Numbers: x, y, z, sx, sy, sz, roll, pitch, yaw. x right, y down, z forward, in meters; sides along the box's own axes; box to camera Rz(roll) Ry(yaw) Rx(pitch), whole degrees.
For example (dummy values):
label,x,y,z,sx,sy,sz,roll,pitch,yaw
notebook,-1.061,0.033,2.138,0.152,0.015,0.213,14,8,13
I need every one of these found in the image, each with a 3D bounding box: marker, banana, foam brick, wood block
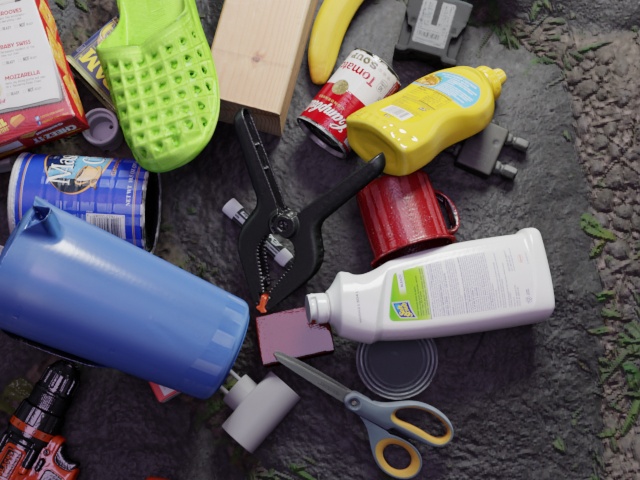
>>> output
label,x,y,z,sx,sy,sz,roll,pitch,yaw
marker,-0.058,0.001,1.158,0.121,0.020,0.020,43,83,8
banana,0.041,-0.264,1.194,0.069,0.037,0.197,42,83,9
foam brick,-0.027,0.101,1.123,0.078,0.053,0.051,-12,80,-3
wood block,-0.060,-0.232,1.163,0.091,0.090,0.206,15,80,2

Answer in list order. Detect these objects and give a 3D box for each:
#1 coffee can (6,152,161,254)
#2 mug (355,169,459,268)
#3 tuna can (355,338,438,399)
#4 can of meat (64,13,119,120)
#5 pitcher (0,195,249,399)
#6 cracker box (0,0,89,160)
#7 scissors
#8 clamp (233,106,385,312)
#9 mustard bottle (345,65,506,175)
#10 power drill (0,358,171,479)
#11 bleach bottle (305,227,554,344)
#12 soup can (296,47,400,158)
label,x,y,z,sx,sy,sz,roll,pitch,yaw
coffee can,-0.245,-0.038,1.124,0.140,0.103,0.103,3,80,1
mug,0.096,-0.025,1.131,0.117,0.093,0.081,-9,74,-28
tuna can,0.080,0.125,1.127,0.086,0.034,0.086,0,80,1
can of meat,-0.216,-0.189,1.175,0.084,0.057,0.102,-43,82,-9
pitcher,-0.202,0.069,1.051,0.242,0.149,0.145,25,87,-11
cracker box,-0.357,-0.192,1.121,0.164,0.072,0.214,-20,82,0
scissors,0.036,0.185,1.102,0.201,0.016,0.096,17,105,-1
clamp,-0.024,-0.022,1.107,0.165,0.036,0.210,13,107,15
mustard bottle,0.126,-0.138,1.130,0.191,0.058,0.096,-31,42,-27
power drill,-0.245,0.239,1.101,0.188,0.057,0.184,28,85,8
bleach bottle,0.108,0.050,1.098,0.250,0.068,0.102,-5,72,-11
soup can,0.032,-0.149,1.158,0.068,0.068,0.102,38,82,7
